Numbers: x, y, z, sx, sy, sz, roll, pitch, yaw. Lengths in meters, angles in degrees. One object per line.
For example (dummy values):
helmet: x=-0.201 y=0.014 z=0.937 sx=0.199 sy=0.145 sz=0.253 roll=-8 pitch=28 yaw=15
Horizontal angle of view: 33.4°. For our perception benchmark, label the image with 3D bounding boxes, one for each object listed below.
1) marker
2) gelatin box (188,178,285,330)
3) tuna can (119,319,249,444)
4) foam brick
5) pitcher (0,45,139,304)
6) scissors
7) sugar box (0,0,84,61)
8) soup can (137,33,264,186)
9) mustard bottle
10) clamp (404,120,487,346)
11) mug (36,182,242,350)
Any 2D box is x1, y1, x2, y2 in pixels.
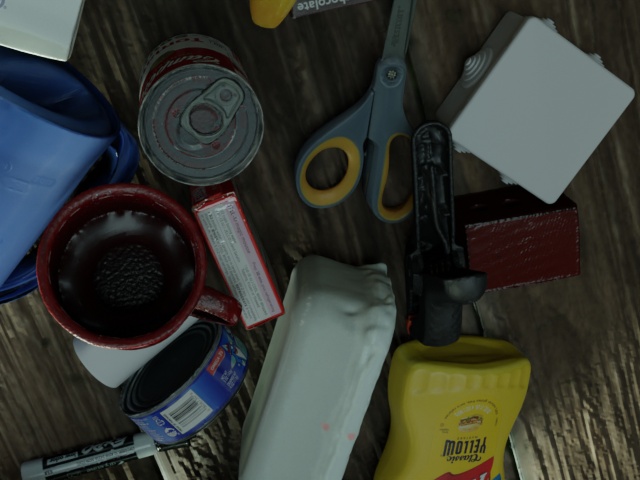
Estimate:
marker: x=-0.145 y=0.147 z=0.738 sx=0.121 sy=0.020 sz=0.020 roll=-15 pitch=112 yaw=-4
gelatin box: x=-0.054 y=0.001 z=0.668 sx=0.030 sy=0.073 sz=0.089 roll=-23 pitch=113 yaw=-1
tuna can: x=-0.087 y=0.089 z=0.690 sx=0.086 sy=0.086 sz=0.033 roll=-40 pitch=113 yaw=6
foam brick: x=0.127 y=-0.003 z=0.708 sx=0.078 sy=0.053 sz=0.051 roll=-10 pitch=112 yaw=-6
pitcher: x=-0.225 y=-0.007 z=0.617 sx=0.149 sy=0.145 sz=0.243 roll=36 pitch=105 yaw=-6
scissors: x=0.024 y=-0.094 z=0.654 sx=0.096 sy=0.016 sz=0.202 roll=-10 pitch=125 yaw=-2
sugar box: x=-0.166 y=-0.135 z=0.542 sx=0.093 sy=0.176 sz=0.048 roll=14 pitch=107 yaw=-15
soup can: x=-0.072 y=-0.079 z=0.619 sx=0.068 sy=0.102 sz=0.068 roll=-3 pitch=111 yaw=-8
mustard bottle: x=0.086 y=0.164 z=0.762 sx=0.096 sy=0.058 sz=0.192 roll=0 pitch=112 yaw=-21
clamp: x=0.075 y=0.023 z=0.667 sx=0.039 sy=0.120 sz=0.171 roll=-4 pitch=140 yaw=2
mug: x=-0.102 y=0.024 z=0.624 sx=0.117 sy=0.081 sz=0.093 roll=17 pitch=78 yaw=-3
